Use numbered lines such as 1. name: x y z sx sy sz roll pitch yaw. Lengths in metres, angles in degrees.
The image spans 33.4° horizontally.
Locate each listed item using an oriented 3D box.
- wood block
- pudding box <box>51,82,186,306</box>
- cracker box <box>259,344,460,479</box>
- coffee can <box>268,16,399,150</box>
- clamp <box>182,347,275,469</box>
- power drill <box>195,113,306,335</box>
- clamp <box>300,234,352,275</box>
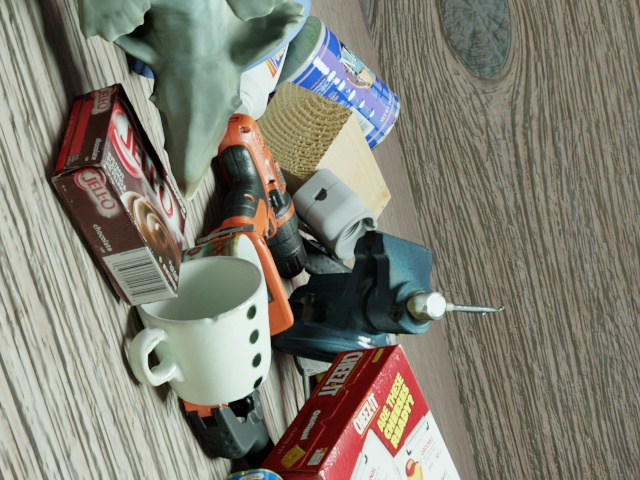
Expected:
1. wood block: 0.000 -0.074 1.172 0.090 0.090 0.206 -58 156 -12
2. pudding box: -0.123 -0.028 0.673 0.090 0.039 0.113 -91 165 -50
3. cracker box: 0.048 0.220 0.880 0.164 0.072 0.213 -51 122 -49
4. coffee can: 0.008 -0.173 1.225 0.140 0.103 0.103 39 32 -32
5. clamp: -0.061 0.138 0.823 0.171 0.039 0.120 9 64 -75
6. power drill: -0.056 0.001 0.962 0.187 0.057 0.184 -92 162 -55
7. clamp: -0.001 0.023 1.176 0.165 0.036 0.209 35 2 35
